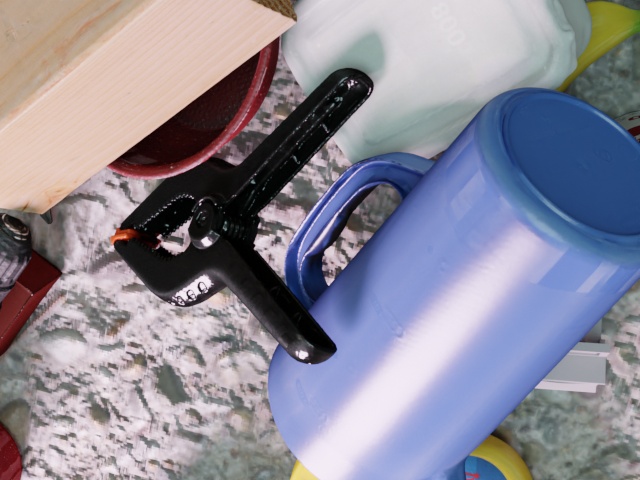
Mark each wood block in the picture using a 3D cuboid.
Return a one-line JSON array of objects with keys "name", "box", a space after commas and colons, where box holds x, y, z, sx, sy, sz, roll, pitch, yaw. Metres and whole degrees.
[{"name": "wood block", "box": [-0.127, -0.106, 0.573, 0.206, 0.090, 0.090, -32, 69, 27]}]

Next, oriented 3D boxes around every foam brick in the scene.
[{"name": "foam brick", "box": [-0.222, 0.040, 0.716, 0.053, 0.051, 0.078, 38, 108, -2]}]

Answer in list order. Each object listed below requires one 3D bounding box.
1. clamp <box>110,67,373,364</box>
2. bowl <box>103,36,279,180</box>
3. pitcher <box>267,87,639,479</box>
[{"name": "clamp", "box": [-0.054, 0.001, 0.627, 0.210, 0.036, 0.164, -15, 62, 42]}, {"name": "bowl", "box": [-0.080, -0.113, 0.630, 0.162, 0.055, 0.162, -3, 84, 32]}, {"name": "pitcher", "box": [0.068, 0.026, 0.580, 0.149, 0.145, 0.243, 24, 136, -10]}]
